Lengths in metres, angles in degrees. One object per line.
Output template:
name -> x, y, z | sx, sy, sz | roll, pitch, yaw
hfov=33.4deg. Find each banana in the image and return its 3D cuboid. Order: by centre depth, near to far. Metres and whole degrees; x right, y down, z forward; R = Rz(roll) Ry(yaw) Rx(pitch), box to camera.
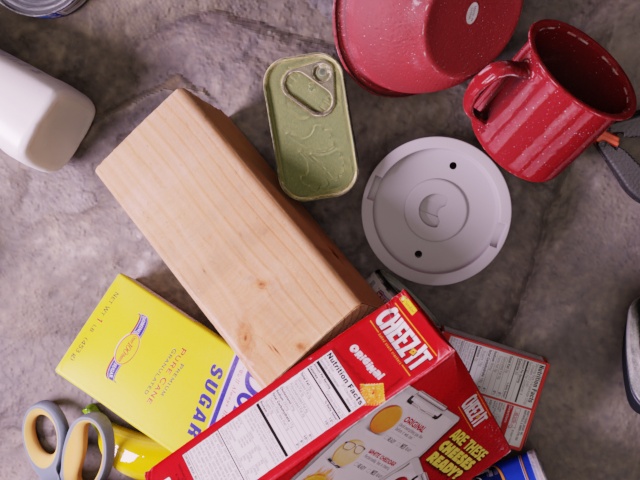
banana -> -0.093, 0.157, 0.847 | 0.198, 0.037, 0.069 | -6, 97, 6

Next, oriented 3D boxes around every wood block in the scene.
wood block -> -0.055, 0.000, 0.767 | 0.090, 0.090, 0.206 | -43, 72, 8

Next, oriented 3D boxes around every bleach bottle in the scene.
bleach bottle -> -0.299, -0.145, 0.808 | 0.251, 0.102, 0.068 | 32, 90, 7

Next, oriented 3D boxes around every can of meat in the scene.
can of meat -> -0.003, -0.084, 0.787 | 0.057, 0.084, 0.102 | -9, 96, 6

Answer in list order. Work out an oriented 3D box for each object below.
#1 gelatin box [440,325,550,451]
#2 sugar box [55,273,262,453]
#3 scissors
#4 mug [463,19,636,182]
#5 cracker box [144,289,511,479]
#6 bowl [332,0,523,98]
gelatin box -> 0.125, 0.114, 0.827 | 0.089, 0.030, 0.073 | 17, 97, 3
sugar box -> -0.104, 0.111, 0.817 | 0.176, 0.048, 0.093 | 31, 86, 13
scissors -> -0.222, 0.216, 0.873 | 0.096, 0.016, 0.202 | 32, 113, 21
mug -> 0.152, -0.097, 0.753 | 0.082, 0.117, 0.093 | -50, 47, 41
cracker box -> 0.010, 0.150, 0.732 | 0.213, 0.164, 0.072 | -35, 51, -1
bowl -> 0.088, -0.164, 0.734 | 0.055, 0.161, 0.162 | 39, 101, 42
